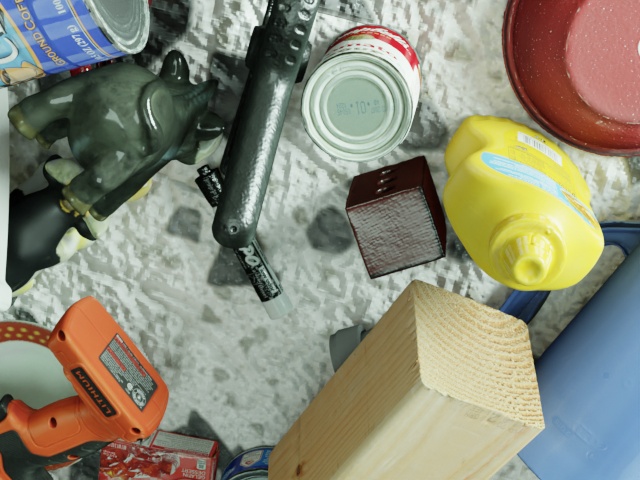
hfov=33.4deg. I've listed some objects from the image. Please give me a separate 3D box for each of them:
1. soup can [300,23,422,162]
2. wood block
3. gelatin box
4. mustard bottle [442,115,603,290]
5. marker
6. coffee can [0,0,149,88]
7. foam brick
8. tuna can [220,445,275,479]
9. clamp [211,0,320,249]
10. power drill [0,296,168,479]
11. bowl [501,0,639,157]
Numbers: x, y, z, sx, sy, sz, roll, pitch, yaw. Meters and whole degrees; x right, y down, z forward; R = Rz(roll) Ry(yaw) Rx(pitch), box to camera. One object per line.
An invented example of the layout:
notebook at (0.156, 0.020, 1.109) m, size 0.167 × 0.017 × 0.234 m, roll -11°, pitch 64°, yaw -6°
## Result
soup can at (0.027, -0.093, 0.663) m, size 0.068 × 0.102 × 0.068 m, roll 3°, pitch 110°, yaw 7°
wood block at (0.048, 0.134, 0.712) m, size 0.090 × 0.091 × 0.206 m, roll 22°, pitch 129°, yaw -18°
gelatin box at (-0.126, 0.185, 0.825) m, size 0.089 × 0.030 × 0.073 m, roll 10°, pitch 111°, yaw 5°
mustard bottle at (0.119, -0.018, 0.629) m, size 0.096 × 0.191 × 0.058 m, roll 31°, pitch 111°, yaw -4°
marker at (-0.055, 0.001, 0.754) m, size 0.020 × 0.020 × 0.121 m, roll -24°, pitch 105°, yaw 15°
coffee can at (-0.179, -0.135, 0.588) m, size 0.140 × 0.102 × 0.103 m, roll -13°, pitch 108°, yaw 12°
foam brick at (0.051, -0.017, 0.701) m, size 0.053 × 0.078 × 0.051 m, roll -17°, pitch 106°, yaw 11°
tuna can at (-0.039, 0.203, 0.817) m, size 0.086 × 0.033 × 0.086 m, roll 3°, pitch 110°, yaw 7°
clamp at (-0.027, -0.103, 0.632) m, size 0.036 × 0.164 × 0.210 m, roll 15°, pitch 113°, yaw -9°
power drill at (-0.218, 0.114, 0.769) m, size 0.188 × 0.057 × 0.184 m, roll -29°, pitch 108°, yaw 25°
bowl at (0.194, -0.122, 0.654) m, size 0.162 × 0.055 × 0.162 m, roll 3°, pitch 111°, yaw 7°
